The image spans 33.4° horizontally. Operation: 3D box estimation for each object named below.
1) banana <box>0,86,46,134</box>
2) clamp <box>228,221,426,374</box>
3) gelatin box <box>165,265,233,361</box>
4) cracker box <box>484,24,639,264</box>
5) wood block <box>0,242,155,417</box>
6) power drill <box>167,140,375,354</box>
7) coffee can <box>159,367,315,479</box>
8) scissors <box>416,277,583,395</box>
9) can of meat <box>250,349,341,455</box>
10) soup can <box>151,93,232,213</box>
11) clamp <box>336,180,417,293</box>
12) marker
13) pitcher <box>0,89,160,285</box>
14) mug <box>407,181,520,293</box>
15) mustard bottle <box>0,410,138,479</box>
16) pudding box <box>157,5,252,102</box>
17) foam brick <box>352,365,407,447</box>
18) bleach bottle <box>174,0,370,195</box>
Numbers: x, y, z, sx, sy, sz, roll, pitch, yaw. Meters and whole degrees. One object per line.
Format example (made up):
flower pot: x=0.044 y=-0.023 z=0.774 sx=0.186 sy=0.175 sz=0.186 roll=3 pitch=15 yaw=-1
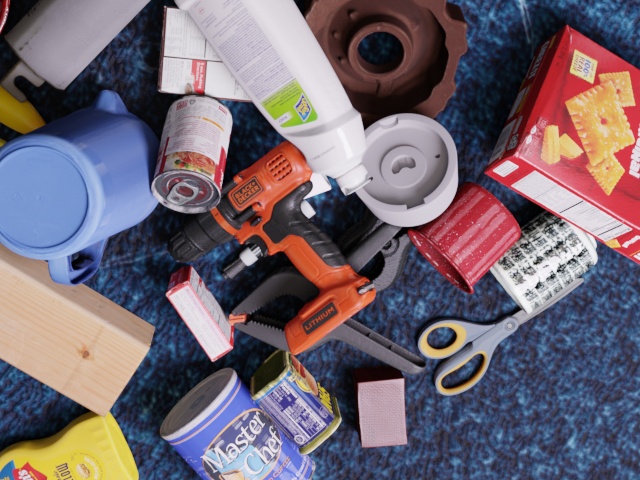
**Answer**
banana: x=-0.375 y=-0.148 z=1.081 sx=0.197 sy=0.037 sz=0.070 roll=6 pitch=120 yaw=-4
clamp: x=0.008 y=0.079 z=1.125 sx=0.210 sy=0.036 sz=0.164 roll=-14 pitch=99 yaw=17
gelatin box: x=-0.127 y=0.075 z=1.125 sx=0.030 sy=0.073 sz=0.089 roll=-33 pitch=103 yaw=3
cracker box: x=0.297 y=-0.093 z=1.091 sx=0.213 sy=0.072 sz=0.164 roll=29 pitch=70 yaw=-9
wood block: x=-0.286 y=0.084 z=1.107 sx=0.206 sy=0.090 sz=0.091 roll=33 pitch=97 yaw=-10
power drill: x=-0.048 y=0.019 z=1.083 sx=0.185 sy=0.057 sz=0.187 roll=-37 pitch=85 yaw=21
coffee can: x=-0.088 y=0.222 z=1.145 sx=0.103 sy=0.103 sz=0.140 roll=-39 pitch=102 yaw=4
scissors: x=0.189 y=0.086 z=1.181 sx=0.096 sy=0.016 sz=0.202 roll=42 pitch=96 yaw=-11
can of meat: x=-0.029 y=0.168 z=1.139 sx=0.057 sy=0.102 sz=0.084 roll=-41 pitch=100 yaw=4
soup can: x=-0.127 y=-0.088 z=1.068 sx=0.068 sy=0.102 sz=0.068 roll=4 pitch=145 yaw=3
clamp: x=0.062 y=-0.011 z=1.139 sx=0.120 sy=0.039 sz=0.171 roll=42 pitch=92 yaw=-11
marker: x=-0.058 y=0.001 z=1.143 sx=0.121 sy=0.020 sz=0.020 roll=-39 pitch=102 yaw=4
pitcher: x=-0.231 y=-0.045 z=1.005 sx=0.145 sy=0.243 sz=0.149 roll=-34 pitch=97 yaw=8
mug: x=0.142 y=-0.014 z=1.098 sx=0.081 sy=0.093 sz=0.117 roll=-44 pitch=73 yaw=-6
mustard bottle: x=-0.303 y=0.261 z=1.160 sx=0.191 sy=0.058 sz=0.096 roll=-22 pitch=103 yaw=1
pudding box: x=-0.107 y=-0.190 z=1.089 sx=0.113 sy=0.039 sz=0.090 roll=5 pitch=100 yaw=-8
foam brick: x=0.065 y=0.182 z=1.174 sx=0.053 sy=0.051 sz=0.078 roll=-4 pitch=102 yaw=-3
bleach bottle: x=-0.035 y=-0.154 z=1.024 sx=0.068 sy=0.103 sz=0.251 roll=-37 pitch=97 yaw=-39
